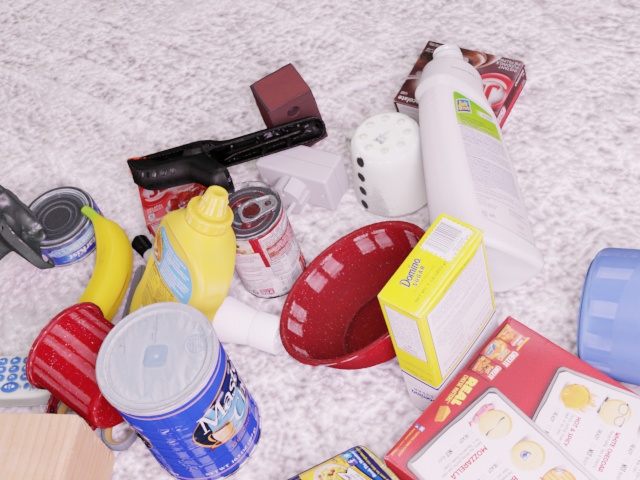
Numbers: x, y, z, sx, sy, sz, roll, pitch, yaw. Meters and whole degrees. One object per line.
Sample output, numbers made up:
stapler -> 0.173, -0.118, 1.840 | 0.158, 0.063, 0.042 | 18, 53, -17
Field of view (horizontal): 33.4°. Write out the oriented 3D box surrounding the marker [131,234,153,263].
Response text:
marker -> -0.156, 0.032, 1.070 | 0.020, 0.020, 0.121 | -36, 53, -12

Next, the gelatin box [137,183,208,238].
gelatin box -> -0.145, -0.050, 1.122 | 0.089, 0.030, 0.073 | -20, 51, 1

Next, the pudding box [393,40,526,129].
pudding box -> 0.146, -0.155, 1.111 | 0.114, 0.039, 0.090 | 17, 62, 27

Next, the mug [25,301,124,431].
mug -> -0.207, 0.125, 0.959 | 0.082, 0.093, 0.117 | 32, 97, 24

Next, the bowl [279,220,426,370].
bowl -> 0.044, 0.059, 0.951 | 0.162, 0.055, 0.162 | -27, 35, 21

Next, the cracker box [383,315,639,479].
cracker box -> 0.183, 0.182, 0.830 | 0.214, 0.072, 0.164 | 33, 69, 32

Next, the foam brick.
foam brick -> -0.033, -0.136, 1.124 | 0.053, 0.078, 0.051 | -30, 52, -5

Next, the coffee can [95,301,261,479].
coffee can -> -0.117, 0.132, 0.907 | 0.103, 0.140, 0.103 | -8, 53, 10

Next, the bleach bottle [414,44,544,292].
bleach bottle -> 0.141, -0.080, 1.006 | 0.068, 0.102, 0.251 | -36, 45, 38

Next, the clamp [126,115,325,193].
clamp -> -0.107, -0.082, 1.059 | 0.210, 0.036, 0.164 | 0, 23, 44

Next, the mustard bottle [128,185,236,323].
mustard bottle -> -0.120, 0.029, 0.957 | 0.058, 0.192, 0.096 | -4, 44, -34

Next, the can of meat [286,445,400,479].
can of meat -> 0.022, 0.213, 0.824 | 0.083, 0.057, 0.102 | -22, 38, -25

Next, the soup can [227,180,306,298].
soup can -> -0.057, 0.001, 1.012 | 0.068, 0.102, 0.068 | -8, 53, 10

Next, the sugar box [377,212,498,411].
sugar box -> 0.101, 0.067, 0.871 | 0.048, 0.176, 0.093 | 28, 65, 28

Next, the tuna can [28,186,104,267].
tuna can -> -0.274, -0.016, 1.131 | 0.086, 0.033, 0.086 | -8, 53, 10

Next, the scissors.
scissors -> -0.210, 0.114, 1.027 | 0.096, 0.016, 0.202 | -15, 51, 5

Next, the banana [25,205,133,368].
banana -> -0.226, 0.052, 1.047 | 0.070, 0.037, 0.197 | 3, 53, 12

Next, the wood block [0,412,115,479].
wood block -> -0.249, 0.256, 0.885 | 0.090, 0.091, 0.206 | -1, 54, 15
